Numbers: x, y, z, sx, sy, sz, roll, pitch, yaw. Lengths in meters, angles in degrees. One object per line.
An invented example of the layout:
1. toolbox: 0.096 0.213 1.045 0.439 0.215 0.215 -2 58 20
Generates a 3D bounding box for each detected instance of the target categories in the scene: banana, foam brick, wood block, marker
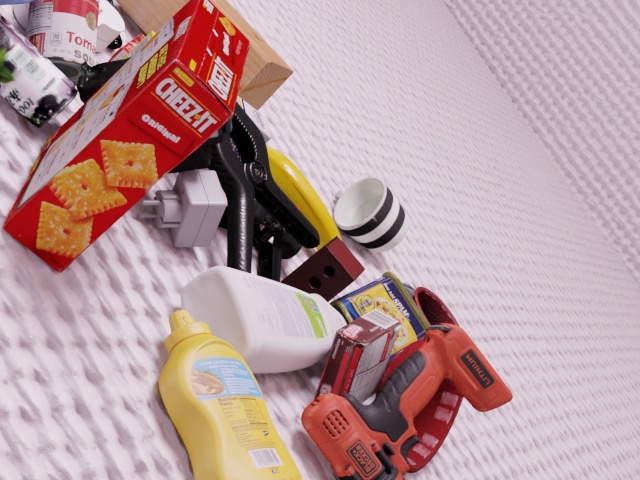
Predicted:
1. banana: -0.024 -0.046 1.301 0.198 0.037 0.070 52 -17 -3
2. foam brick: 0.001 0.041 1.197 0.053 0.078 0.051 50 22 0
3. wood block: -0.142 -0.253 1.306 0.206 0.090 0.090 48 13 11
4. marker: -0.249 -0.266 1.256 0.020 0.020 0.121 30 30 -43

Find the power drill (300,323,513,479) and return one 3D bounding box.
1. power drill: 0.098 0.187 1.043 0.184 0.187 0.057 54 -19 -8

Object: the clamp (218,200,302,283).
1. clamp: -0.058 0.001 1.197 0.120 0.039 0.171 61 29 5

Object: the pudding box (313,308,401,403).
1. pudding box: 0.038 0.128 1.110 0.039 0.090 0.113 25 18 20

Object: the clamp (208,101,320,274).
1. clamp: -0.081 -0.058 1.116 0.164 0.036 0.210 -41 109 -56

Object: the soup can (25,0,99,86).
1. soup can: -0.253 -0.211 1.048 0.068 0.069 0.102 21 66 -52

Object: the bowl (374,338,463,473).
1. bowl: 0.104 0.167 1.161 0.055 0.162 0.161 20 8 27

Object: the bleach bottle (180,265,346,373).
1. bleach bottle: -0.035 0.092 1.070 0.250 0.068 0.102 20 43 -58

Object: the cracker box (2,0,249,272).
1. cracker box: -0.159 -0.093 0.903 0.072 0.214 0.164 43 24 -22

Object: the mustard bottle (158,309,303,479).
1. mustard bottle: -0.085 0.141 0.895 0.096 0.058 0.192 7 49 -50

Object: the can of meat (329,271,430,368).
1. can of meat: 0.066 0.098 1.217 0.083 0.058 0.102 -24 73 -28

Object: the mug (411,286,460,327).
1. mug: 0.123 0.125 1.302 0.117 0.082 0.093 45 23 -16
